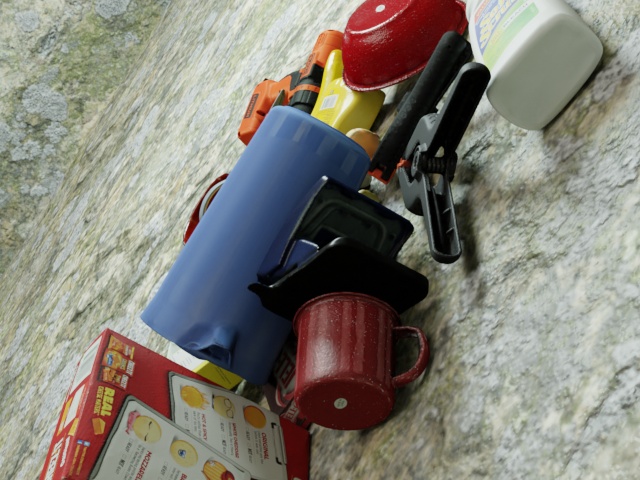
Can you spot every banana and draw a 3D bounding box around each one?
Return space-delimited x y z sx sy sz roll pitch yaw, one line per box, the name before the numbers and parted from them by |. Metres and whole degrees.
banana | -0.012 -0.146 1.318 0.197 0.069 0.037 -52 0 -12

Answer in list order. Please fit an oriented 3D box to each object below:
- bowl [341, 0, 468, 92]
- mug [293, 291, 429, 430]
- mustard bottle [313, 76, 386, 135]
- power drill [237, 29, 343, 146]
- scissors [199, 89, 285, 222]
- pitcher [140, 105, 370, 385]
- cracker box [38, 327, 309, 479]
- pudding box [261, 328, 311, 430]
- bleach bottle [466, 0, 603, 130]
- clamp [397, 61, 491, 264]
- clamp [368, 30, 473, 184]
bowl | 0.081 -0.237 1.180 0.162 0.055 0.162 -26 31 17
mug | 0.032 0.100 0.874 0.117 0.093 0.081 -9 47 14
mustard bottle | 0.003 -0.094 1.222 0.096 0.058 0.191 1 61 59
power drill | -0.040 -0.179 1.440 0.188 0.057 0.184 -20 43 55
scissors | -0.073 -0.084 1.347 0.201 0.096 0.016 -53 19 -10
pitcher | -0.057 0.001 1.004 0.149 0.144 0.243 28 88 35
cracker box | -0.116 0.191 0.880 0.072 0.213 0.164 -46 24 31
pudding box | -0.017 0.115 1.007 0.090 0.039 0.113 -54 21 11
bleach bottle | 0.176 -0.192 0.980 0.103 0.068 0.251 -50 20 18
clamp | 0.101 -0.058 0.947 0.210 0.036 0.164 159 120 -81
clamp | 0.103 -0.137 1.075 0.172 0.039 0.120 -57 -12 21
